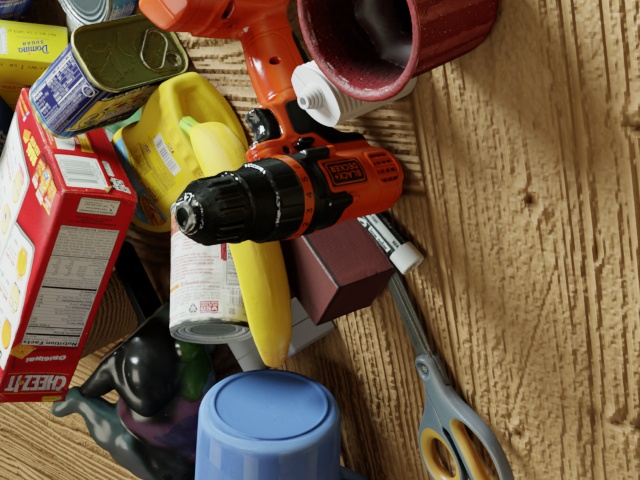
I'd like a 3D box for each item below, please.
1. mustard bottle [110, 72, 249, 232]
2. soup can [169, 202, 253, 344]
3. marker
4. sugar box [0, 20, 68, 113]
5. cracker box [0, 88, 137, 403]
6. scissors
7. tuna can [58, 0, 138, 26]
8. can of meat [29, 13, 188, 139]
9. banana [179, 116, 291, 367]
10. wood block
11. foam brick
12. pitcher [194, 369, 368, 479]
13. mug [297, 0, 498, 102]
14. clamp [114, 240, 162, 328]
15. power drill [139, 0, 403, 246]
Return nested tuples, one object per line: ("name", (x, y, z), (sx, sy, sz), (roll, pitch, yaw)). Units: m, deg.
("mustard bottle", (-0.133, -0.059, 0.890), (0.192, 0.058, 0.096), (-30, 91, 53))
("soup can", (-0.083, 0.023, 0.828), (0.069, 0.068, 0.102), (-28, 58, 53))
("marker", (0.028, -0.027, 0.751), (0.121, 0.020, 0.020), (50, 142, 15))
("sugar box", (-0.294, -0.136, 0.987), (0.176, 0.093, 0.048), (130, 137, -56))
("cracker box", (-0.234, 0.005, 0.904), (0.164, 0.072, 0.214), (55, 130, 46))
("scissors", (0.075, 0.105, 0.780), (0.202, 0.016, 0.096), (59, 148, 12))
("tuna can", (-0.185, -0.218, 0.874), (0.086, 0.033, 0.086), (28, 132, 37))
("can of meat", (-0.168, -0.128, 0.841), (0.084, 0.101, 0.057), (-33, 86, 42))
("banana", (-0.052, -0.004, 0.766), (0.070, 0.037, 0.198), (157, 94, -77))
("wood block", (-0.288, 0.028, 1.101), (0.206, 0.090, 0.090), (31, 133, 34))
("foam brick", (0.005, 0.012, 0.769), (0.078, 0.051, 0.053), (56, 144, 22))
("pitcher", (-0.033, 0.228, 0.859), (0.145, 0.149, 0.243), (17, 120, 26))
("mug", (0.039, -0.140, 0.616), (0.117, 0.081, 0.093), (29, 132, 36))
("clamp", (-0.141, 0.088, 1.009), (0.120, 0.039, 0.171), (20, 128, 42))
("power drill", (-0.045, -0.087, 0.681), (0.057, 0.184, 0.188), (-34, 76, 40))
